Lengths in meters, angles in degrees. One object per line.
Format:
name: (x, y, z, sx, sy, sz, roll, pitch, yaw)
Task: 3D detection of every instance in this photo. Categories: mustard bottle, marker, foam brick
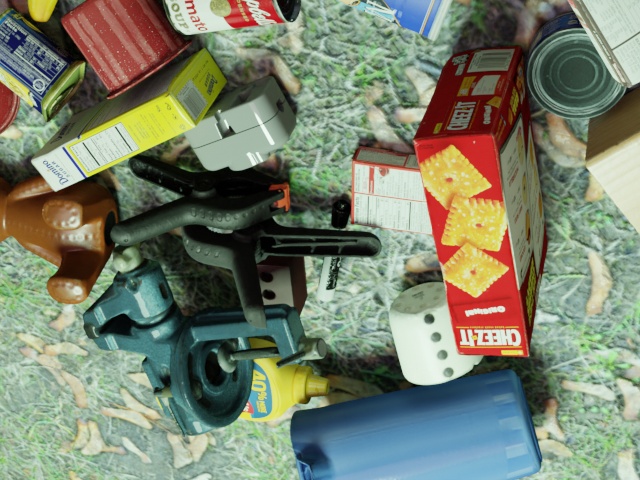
mustard bottle: (-0.085, 0.150, 1.155, 0.192, 0.058, 0.096, 3, 117, 14)
marker: (0.013, 0.010, 1.070, 0.020, 0.020, 0.121, 15, 127, 7)
foam brick: (-0.046, 0.041, 1.091, 0.053, 0.051, 0.078, 3, 125, 15)

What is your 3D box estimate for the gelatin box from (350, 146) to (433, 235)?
gelatin box: (0.073, -0.047, 1.005, 0.089, 0.030, 0.073, 8, 127, 12)

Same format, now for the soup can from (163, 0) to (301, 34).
soup can: (-0.075, -0.214, 0.910, 0.102, 0.068, 0.068, -3, 123, 20)

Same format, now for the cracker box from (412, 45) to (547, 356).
cracker box: (0.141, -0.034, 0.908, 0.072, 0.164, 0.213, -2, 123, 20)

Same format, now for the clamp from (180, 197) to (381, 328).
clamp: (-0.057, 0.001, 1.029, 0.210, 0.164, 0.036, 32, 136, 42)

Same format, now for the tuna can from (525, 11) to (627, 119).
tuna can: (0.215, -0.145, 0.888, 0.086, 0.033, 0.086, 9, 126, 12)

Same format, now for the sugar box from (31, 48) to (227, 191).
sugar box: (-0.179, -0.111, 1.000, 0.176, 0.093, 0.048, -23, 115, 30)

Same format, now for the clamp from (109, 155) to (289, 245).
clamp: (-0.118, -0.035, 1.023, 0.171, 0.120, 0.039, 4, 139, 11)

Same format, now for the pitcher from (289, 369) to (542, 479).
pitcher: (0.100, 0.214, 1.110, 0.243, 0.149, 0.145, -16, 122, 10)

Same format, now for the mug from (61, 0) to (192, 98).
mug: (-0.182, -0.185, 0.960, 0.117, 0.093, 0.081, -8, 121, 56)

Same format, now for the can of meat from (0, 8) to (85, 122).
can of meat: (-0.270, -0.163, 0.992, 0.084, 0.057, 0.102, 39, 169, -8)
